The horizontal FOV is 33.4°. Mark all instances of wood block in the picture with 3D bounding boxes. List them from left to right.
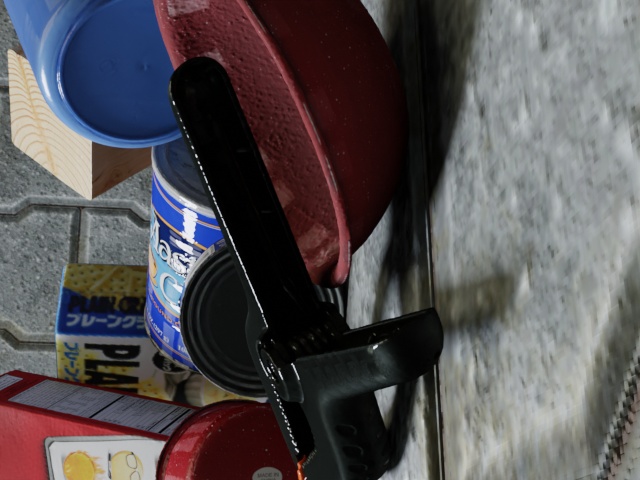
[{"bbox_3d":[-0.131,-0.130,0.831,0.205,0.090,0.091,-37,-29,-39],"label":"wood block"}]

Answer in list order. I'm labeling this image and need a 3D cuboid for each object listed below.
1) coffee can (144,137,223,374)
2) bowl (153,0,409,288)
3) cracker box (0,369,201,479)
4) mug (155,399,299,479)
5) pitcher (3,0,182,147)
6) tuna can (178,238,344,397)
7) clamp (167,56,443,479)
[{"bbox_3d":[-0.054,0.001,0.652,0.103,0.102,0.140,-97,14,-45],"label":"coffee can"},{"bbox_3d":[-0.011,-0.063,0.446,0.162,0.055,0.162,54,164,24],"label":"bowl"},{"bbox_3d":[-0.125,0.185,0.692,0.072,0.214,0.164,-32,-51,-69],"label":"cracker box"},{"bbox_3d":[-0.031,0.139,0.566,0.117,0.093,0.082,61,161,3],"label":"mug"},{"bbox_3d":[-0.132,-0.153,0.632,0.149,0.145,0.243,54,-175,-45],"label":"pitcher"},{"bbox_3d":[-0.032,0.037,0.566,0.034,0.086,0.086,-126,40,-78],"label":"tuna can"},{"bbox_3d":[0.000,0.047,0.427,0.165,0.036,0.210,48,157,44],"label":"clamp"}]
